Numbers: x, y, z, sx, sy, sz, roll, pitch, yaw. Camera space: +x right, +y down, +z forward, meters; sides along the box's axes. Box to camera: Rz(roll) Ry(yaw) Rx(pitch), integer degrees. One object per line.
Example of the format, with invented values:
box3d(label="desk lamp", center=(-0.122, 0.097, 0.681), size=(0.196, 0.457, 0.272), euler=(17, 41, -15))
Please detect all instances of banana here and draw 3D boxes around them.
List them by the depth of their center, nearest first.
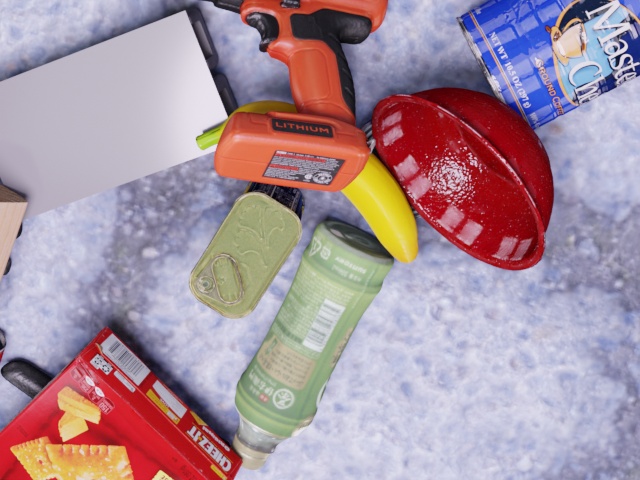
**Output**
box3d(label="banana", center=(0.007, -0.053, 0.811), size=(0.197, 0.037, 0.070), euler=(30, 129, -13))

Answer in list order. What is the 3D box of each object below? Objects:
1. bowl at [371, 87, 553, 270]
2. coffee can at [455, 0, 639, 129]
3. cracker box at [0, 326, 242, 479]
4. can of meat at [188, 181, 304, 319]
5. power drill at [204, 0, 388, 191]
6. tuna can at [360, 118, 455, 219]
box3d(label="bowl", center=(0.113, -0.055, 0.771), size=(0.055, 0.162, 0.162), euler=(-43, 101, -18))
box3d(label="coffee can", center=(0.185, -0.152, 0.781), size=(0.140, 0.102, 0.103), euler=(-27, 103, 11))
box3d(label="cracker box", center=(-0.198, 0.204, 0.891), size=(0.164, 0.072, 0.214), euler=(46, 108, -4))
box3d(label="can of meat", center=(-0.056, 0.001, 0.853), size=(0.057, 0.084, 0.102), euler=(32, 106, -6))
box3d(label="power drill", center=(-0.036, -0.132, 0.758), size=(0.184, 0.187, 0.057), euler=(7, 151, -15))
box3d(label="tuna can", center=(0.064, -0.061, 0.852), size=(0.086, 0.033, 0.086), euler=(1, 107, 4))
